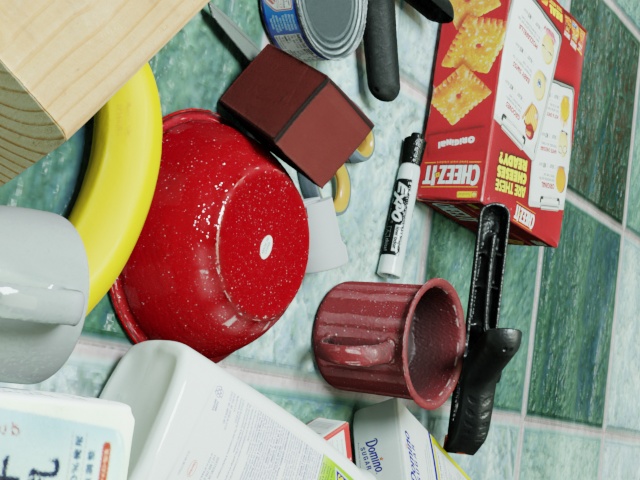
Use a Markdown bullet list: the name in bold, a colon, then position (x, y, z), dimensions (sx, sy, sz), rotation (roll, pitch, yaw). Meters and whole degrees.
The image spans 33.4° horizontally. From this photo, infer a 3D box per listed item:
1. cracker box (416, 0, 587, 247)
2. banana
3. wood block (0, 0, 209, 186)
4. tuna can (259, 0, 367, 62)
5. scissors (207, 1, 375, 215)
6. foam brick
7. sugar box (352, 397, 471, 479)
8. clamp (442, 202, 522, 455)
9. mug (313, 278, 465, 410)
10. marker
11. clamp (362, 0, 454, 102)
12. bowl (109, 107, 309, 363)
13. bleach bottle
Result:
- **cracker box**: position (0.162, -0.116, 0.940), dimensions (0.164, 0.072, 0.213), rotation (23, 74, -52)
- **banana**: position (-0.121, -0.030, 0.564), dimensions (0.069, 0.037, 0.198), rotation (14, 76, -27)
- **wood block**: position (-0.108, -0.126, 0.503), dimensions (0.090, 0.091, 0.205), rotation (49, 49, -17)
- **tuna can**: position (-0.004, -0.164, 0.725), dimensions (0.085, 0.034, 0.086), rotation (-5, 96, -56)
- **scissors**: position (-0.020, -0.078, 0.722), dimensions (0.201, 0.016, 0.096), rotation (21, 74, -54)
- **foam brick**: position (-0.016, -0.078, 0.658), dimensions (0.051, 0.078, 0.053), rotation (-50, 129, -1)
- **sugar box**: position (0.082, 0.205, 0.840), dimensions (0.176, 0.048, 0.093), rotation (48, 28, -43)
- **clamp**: position (0.123, 0.097, 0.827), dimensions (0.164, 0.036, 0.210), rotation (-79, 175, -60)
- **mug**: position (0.042, 0.073, 0.763), dimensions (0.117, 0.082, 0.093), rotation (-13, 102, -55)
- **marker**: position (0.066, -0.029, 0.849), dimensions (0.020, 0.020, 0.121), rotation (32, 66, -52)
- **clamp**: position (0.050, -0.204, 0.798), dimensions (0.120, 0.039, 0.171), rotation (-51, 131, -45)
- **bowl**: position (-0.054, 0.001, 0.642), dimensions (0.161, 0.055, 0.162), rotation (-6, 97, -56)
- **bleach bottle**: position (-0.030, 0.158, 0.642), dimensions (0.250, 0.068, 0.102), rotation (42, 60, -38)
